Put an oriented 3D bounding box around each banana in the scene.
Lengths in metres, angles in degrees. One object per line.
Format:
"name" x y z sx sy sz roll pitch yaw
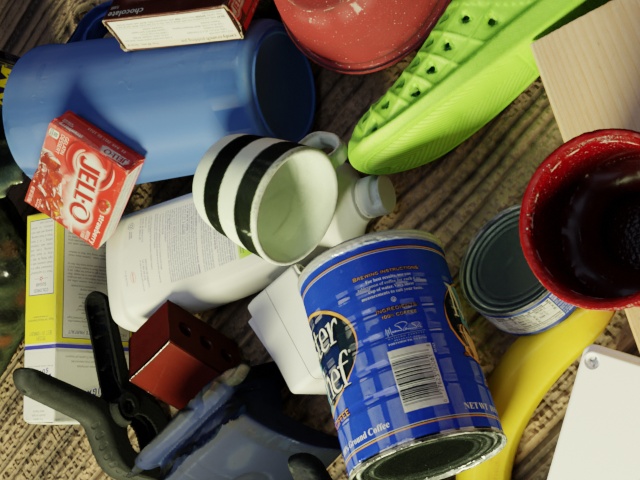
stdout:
"banana" 0.134 0.120 0.710 0.070 0.037 0.198 19 95 17

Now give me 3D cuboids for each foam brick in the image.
"foam brick" -0.106 0.096 0.843 0.051 0.078 0.053 -43 31 18

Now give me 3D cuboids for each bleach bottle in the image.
"bleach bottle" -0.056 0.001 0.842 0.251 0.068 0.102 -15 74 30

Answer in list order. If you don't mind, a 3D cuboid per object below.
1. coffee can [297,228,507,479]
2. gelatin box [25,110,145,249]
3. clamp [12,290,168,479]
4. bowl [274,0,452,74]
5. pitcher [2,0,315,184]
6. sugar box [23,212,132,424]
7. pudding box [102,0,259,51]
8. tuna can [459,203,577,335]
"coffee can" 0.050 0.078 0.691 0.103 0.102 0.140 -31 59 27
"gelatin box" -0.187 -0.048 0.842 0.073 0.030 0.089 33 128 3
"clamp" -0.175 0.137 0.858 0.039 0.120 0.171 -19 102 39
"bowl" 0.017 -0.200 0.744 0.162 0.055 0.162 -1 89 35
"pitcher" -0.129 -0.121 0.876 0.243 0.144 0.149 -4 114 31
"sugar box" -0.206 0.068 0.915 0.048 0.093 0.176 -5 79 34
"pudding box" -0.098 -0.191 0.810 0.114 0.039 0.090 -2 52 29
"tuna can" 0.136 0.019 0.703 0.086 0.033 0.086 -29 41 29
